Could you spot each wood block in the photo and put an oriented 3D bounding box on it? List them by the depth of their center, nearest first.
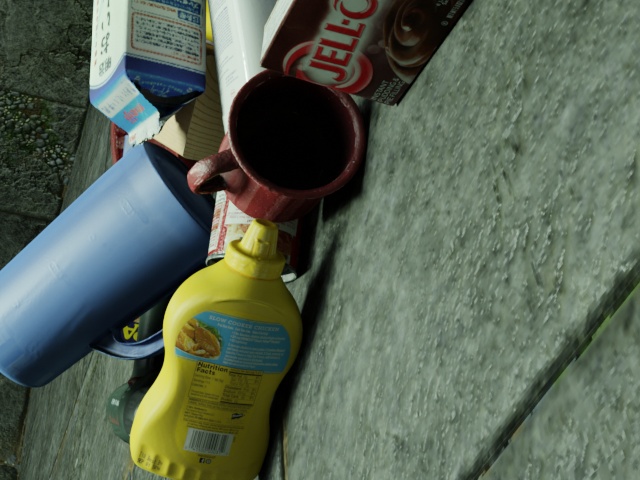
[{"bbox_3d":[-0.122,-0.138,0.990,0.206,0.090,0.091,31,108,53],"label":"wood block"}]

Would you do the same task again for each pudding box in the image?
[{"bbox_3d":[0.025,-0.133,0.618,0.114,0.090,0.039,126,152,-51],"label":"pudding box"}]

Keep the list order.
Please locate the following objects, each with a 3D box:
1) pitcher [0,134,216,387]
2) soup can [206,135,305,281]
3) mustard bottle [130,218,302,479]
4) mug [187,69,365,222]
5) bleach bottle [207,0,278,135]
[{"bbox_3d":[-0.200,0.034,0.986,0.243,0.145,0.149,-39,30,8],"label":"pitcher"},{"bbox_3d":[-0.044,-0.026,0.798,0.069,0.068,0.102,148,133,-67],"label":"soup can"},{"bbox_3d":[-0.065,0.075,0.743,0.058,0.096,0.192,-118,43,-65],"label":"mustard bottle"},{"bbox_3d":[-0.035,-0.056,0.725,0.093,0.117,0.082,64,160,8],"label":"mug"},{"bbox_3d":[-0.059,-0.207,0.837,0.103,0.068,0.251,156,105,-68],"label":"bleach bottle"}]
